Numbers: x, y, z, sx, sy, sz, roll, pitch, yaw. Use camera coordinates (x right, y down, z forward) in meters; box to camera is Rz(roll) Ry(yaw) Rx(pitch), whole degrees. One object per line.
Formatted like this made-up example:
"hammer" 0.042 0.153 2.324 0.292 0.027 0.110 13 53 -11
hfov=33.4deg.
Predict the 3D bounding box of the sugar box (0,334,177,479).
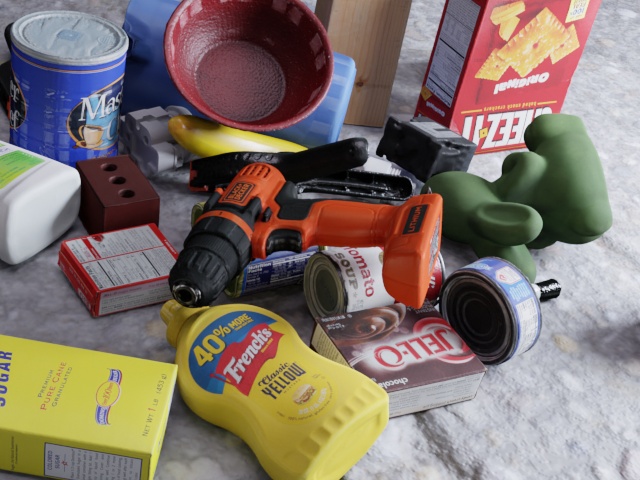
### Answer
"sugar box" -0.193 0.112 0.727 0.176 0.048 0.093 11 33 -3

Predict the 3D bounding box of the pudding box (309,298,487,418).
"pudding box" 0.060 0.093 0.841 0.113 0.039 0.090 -10 40 -28

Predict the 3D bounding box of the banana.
"banana" -0.072 -0.092 1.042 0.197 0.037 0.070 10 -14 -35

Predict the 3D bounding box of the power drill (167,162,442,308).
"power drill" -0.007 0.002 0.821 0.188 0.057 0.184 9 34 13

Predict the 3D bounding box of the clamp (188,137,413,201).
"clamp" -0.028 -0.064 0.982 0.210 0.036 0.164 1 -11 13

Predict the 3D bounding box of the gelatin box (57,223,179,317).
"gelatin box" -0.162 0.024 0.884 0.089 0.030 0.073 -13 42 -33

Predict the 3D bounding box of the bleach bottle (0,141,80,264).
"bleach bottle" -0.338 -0.064 0.932 0.251 0.068 0.102 21 34 18

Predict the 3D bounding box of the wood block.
"wood block" 0.042 -0.240 1.183 0.090 0.206 0.090 5 34 -11

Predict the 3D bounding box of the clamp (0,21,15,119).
"clamp" -0.290 -0.181 1.143 0.120 0.039 0.171 3 40 -6

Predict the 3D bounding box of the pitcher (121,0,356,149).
"pitcher" -0.091 -0.169 1.121 0.243 0.145 0.149 15 48 -2

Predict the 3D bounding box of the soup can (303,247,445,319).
"soup can" 0.045 0.034 0.900 0.102 0.068 0.069 -10 39 -29

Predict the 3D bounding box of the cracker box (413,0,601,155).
"cracker box" 0.205 -0.200 1.168 0.163 0.214 0.072 -10 41 -29

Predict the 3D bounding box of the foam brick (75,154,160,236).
"foam brick" -0.181 -0.033 0.942 0.052 0.051 0.078 -10 39 -30

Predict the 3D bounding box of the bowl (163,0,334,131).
"bowl" -0.071 -0.164 1.010 0.162 0.055 0.162 5 68 -13

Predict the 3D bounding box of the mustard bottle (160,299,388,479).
"mustard bottle" -0.049 0.098 0.779 0.192 0.058 0.096 33 58 31

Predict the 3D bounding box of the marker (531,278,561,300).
"marker" 0.168 0.051 0.957 0.120 0.020 0.020 -8 38 -28

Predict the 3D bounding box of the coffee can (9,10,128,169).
"coffee can" -0.234 -0.127 0.985 0.102 0.140 0.103 8 33 -6

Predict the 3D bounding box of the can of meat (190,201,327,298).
"can of meat" -0.056 0.001 0.929 0.083 0.057 0.102 -12 40 -28

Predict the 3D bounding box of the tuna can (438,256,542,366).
"tuna can" 0.138 0.059 0.876 0.033 0.086 0.086 -20 45 -37
